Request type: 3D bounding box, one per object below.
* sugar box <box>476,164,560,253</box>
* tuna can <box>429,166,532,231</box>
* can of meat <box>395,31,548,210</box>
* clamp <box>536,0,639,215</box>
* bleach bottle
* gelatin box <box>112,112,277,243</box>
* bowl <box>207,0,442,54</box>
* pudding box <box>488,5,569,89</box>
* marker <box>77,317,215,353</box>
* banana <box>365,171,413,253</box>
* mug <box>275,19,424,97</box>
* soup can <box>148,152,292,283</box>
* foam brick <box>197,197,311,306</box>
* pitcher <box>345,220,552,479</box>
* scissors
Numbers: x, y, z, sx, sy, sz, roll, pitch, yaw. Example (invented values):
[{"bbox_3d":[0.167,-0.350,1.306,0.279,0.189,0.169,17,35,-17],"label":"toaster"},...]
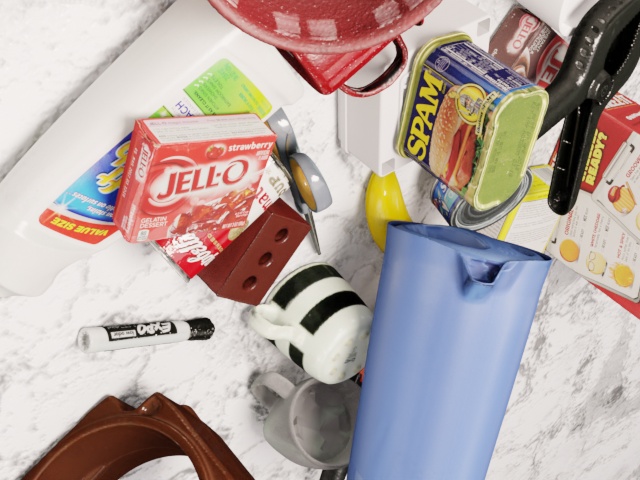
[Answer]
[{"bbox_3d":[0.179,0.012,1.062,0.093,0.048,0.176,-10,134,-40],"label":"sugar box"},{"bbox_3d":[0.140,-0.046,0.921,0.086,0.034,0.086,-23,150,-15],"label":"tuna can"},{"bbox_3d":[0.107,-0.084,0.763,0.057,0.084,0.102,-19,136,-34],"label":"can of meat"},{"bbox_3d":[0.219,-0.121,0.880,0.210,0.036,0.164,-57,146,-1],"label":"clamp"},{"bbox_3d":[-0.131,-0.045,0.677,0.251,0.068,0.102,-44,144,0],"label":"bleach bottle"},{"bbox_3d":[-0.078,-0.039,0.653,0.089,0.030,0.073,-9,134,-39],"label":"gelatin box"},{"bbox_3d":[0.003,-0.184,0.569,0.162,0.055,0.162,-4,124,-5],"label":"bowl"},{"bbox_3d":[0.165,-0.132,0.915,0.113,0.039,0.089,-55,145,11],"label":"pudding box"},{"bbox_3d":[-0.130,0.072,0.823,0.120,0.020,0.020,-1,124,-45],"label":"marker"},{"bbox_3d":[0.082,-0.010,0.947,0.069,0.037,0.197,-45,144,-3],"label":"banana"},{"bbox_3d":[0.013,-0.143,0.703,0.081,0.093,0.117,-42,128,0],"label":"mug"},{"bbox_3d":[-0.078,-0.029,0.739,0.102,0.069,0.068,-43,144,-7],"label":"soup can"},{"bbox_3d":[-0.055,0.001,0.804,0.052,0.051,0.078,19,109,-52],"label":"foam brick"},{"bbox_3d":[0.095,0.108,0.874,0.148,0.145,0.243,3,102,-49],"label":"pitcher"},{"bbox_3d":[-0.006,-0.024,0.804,0.016,0.096,0.201,-30,139,-7],"label":"scissors"}]
